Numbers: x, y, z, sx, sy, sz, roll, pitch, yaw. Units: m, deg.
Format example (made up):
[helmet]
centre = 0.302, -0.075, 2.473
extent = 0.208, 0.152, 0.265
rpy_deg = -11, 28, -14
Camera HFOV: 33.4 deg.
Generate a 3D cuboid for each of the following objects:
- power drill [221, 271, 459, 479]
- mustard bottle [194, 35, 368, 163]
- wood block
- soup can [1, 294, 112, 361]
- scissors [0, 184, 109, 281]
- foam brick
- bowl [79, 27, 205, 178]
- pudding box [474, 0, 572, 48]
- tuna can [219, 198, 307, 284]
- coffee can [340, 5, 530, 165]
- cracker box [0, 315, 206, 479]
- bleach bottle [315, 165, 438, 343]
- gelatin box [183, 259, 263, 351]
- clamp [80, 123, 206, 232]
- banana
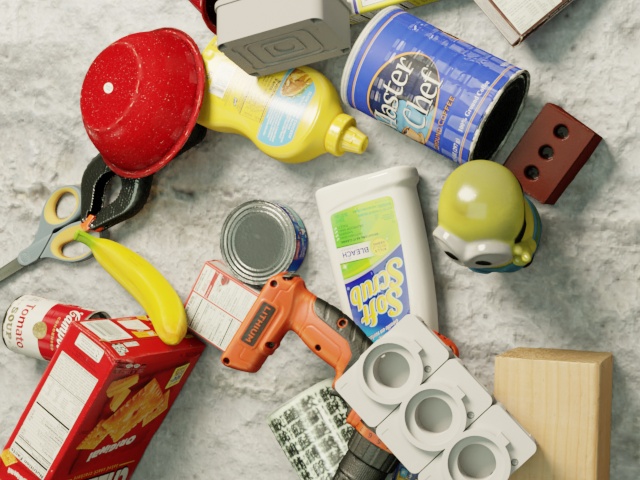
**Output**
[power drill]
centre = 0.007, 0.129, 0.967
extent = 0.188, 0.057, 0.184
rpy_deg = 31, 92, 10
[mustard bottle]
centre = -0.038, -0.130, 1.056
extent = 0.192, 0.058, 0.096
rpy_deg = 26, 90, 21
[wood block]
centre = 0.204, 0.202, 0.937
extent = 0.090, 0.090, 0.206
rpy_deg = 2, 91, 23
[soup can]
centre = -0.285, 0.100, 1.159
extent = 0.102, 0.068, 0.068
rpy_deg = 11, 94, 23
[scissors]
centre = -0.327, -0.002, 1.204
extent = 0.202, 0.016, 0.096
rpy_deg = -13, 84, 22
[foam brick]
centre = 0.207, -0.077, 0.956
extent = 0.053, 0.051, 0.078
rpy_deg = 38, 104, 18
[bowl]
centre = -0.192, -0.147, 1.073
extent = 0.162, 0.055, 0.162
rpy_deg = -13, 70, 37
[pudding box]
centre = 0.174, -0.244, 0.950
extent = 0.090, 0.039, 0.113
rpy_deg = -39, 87, -1
[tuna can]
centre = -0.057, 0.001, 1.079
extent = 0.086, 0.033, 0.086
rpy_deg = 0, 90, 23
[coffee can]
centre = 0.104, -0.138, 0.972
extent = 0.140, 0.102, 0.103
rpy_deg = 31, 102, 20
[cracker box]
centre = -0.226, 0.182, 1.082
extent = 0.072, 0.164, 0.214
rpy_deg = 35, 103, 21
[bleach bottle]
centre = 0.071, 0.062, 1.010
extent = 0.103, 0.068, 0.251
rpy_deg = -15, 87, 22
[gelatin box]
centre = -0.094, 0.072, 1.097
extent = 0.089, 0.030, 0.073
rpy_deg = 31, 103, 20
[clamp]
centre = -0.195, -0.080, 1.133
extent = 0.120, 0.039, 0.171
rpy_deg = 24, 95, 26
[banana]
centre = -0.185, 0.053, 1.104
extent = 0.198, 0.069, 0.037
rpy_deg = 38, 113, 37
